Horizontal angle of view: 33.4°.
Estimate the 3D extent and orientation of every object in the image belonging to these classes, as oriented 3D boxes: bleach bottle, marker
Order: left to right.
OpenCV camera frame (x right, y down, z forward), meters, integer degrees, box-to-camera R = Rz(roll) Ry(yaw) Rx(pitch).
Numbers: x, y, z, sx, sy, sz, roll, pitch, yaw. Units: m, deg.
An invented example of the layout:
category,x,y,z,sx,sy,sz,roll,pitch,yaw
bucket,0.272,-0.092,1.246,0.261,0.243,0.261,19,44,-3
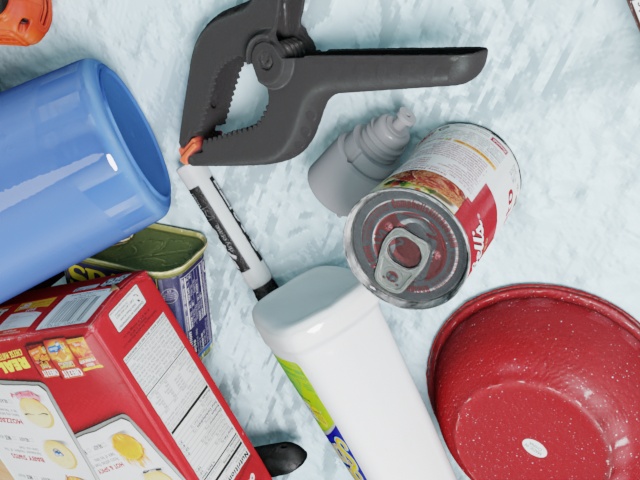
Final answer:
category,x,y,z,sx,sy,sz,roll,pitch,yaw
marker,-0.054,0.001,0.693,0.020,0.020,0.121,-23,103,34
bleach bottle,0.047,0.139,0.670,0.251,0.068,0.103,62,166,-14

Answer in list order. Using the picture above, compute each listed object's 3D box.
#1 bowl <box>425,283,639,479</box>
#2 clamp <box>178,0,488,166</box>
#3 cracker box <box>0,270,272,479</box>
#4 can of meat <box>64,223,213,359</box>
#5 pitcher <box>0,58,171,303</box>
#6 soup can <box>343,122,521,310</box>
category,x,y,z,sx,sy,sz,roll,pitch,yaw
bowl,0.131,0.109,0.632,0.162,0.055,0.162,12,120,21
clamp,-0.012,-0.099,0.597,0.164,0.036,0.210,51,129,13
cracker box,-0.137,0.130,0.713,0.164,0.072,0.213,-11,117,35
can of meat,-0.124,0.036,0.727,0.102,0.057,0.084,11,123,23
pitcher,-0.225,-0.026,0.661,0.243,0.145,0.149,-24,122,6
soup can,0.063,-0.016,0.572,0.069,0.102,0.068,12,120,22
